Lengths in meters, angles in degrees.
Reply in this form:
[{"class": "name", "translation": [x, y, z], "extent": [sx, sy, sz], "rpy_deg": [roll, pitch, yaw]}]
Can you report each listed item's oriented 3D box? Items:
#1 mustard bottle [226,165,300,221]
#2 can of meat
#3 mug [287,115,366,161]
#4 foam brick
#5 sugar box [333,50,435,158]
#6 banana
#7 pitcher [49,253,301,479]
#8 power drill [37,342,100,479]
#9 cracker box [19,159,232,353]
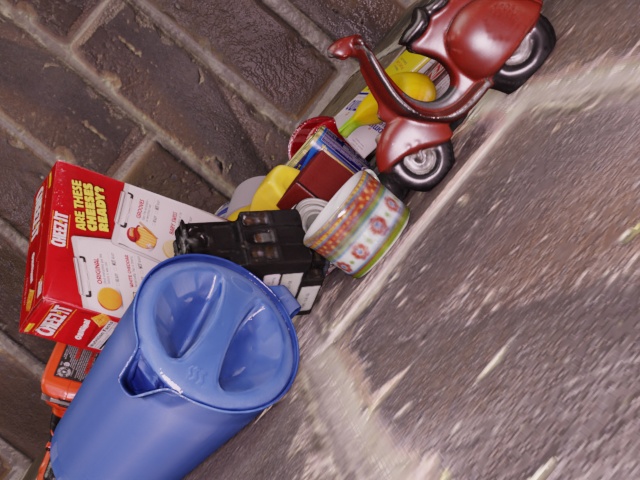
[{"class": "mustard bottle", "translation": [-0.058, 0.002, 1.144], "extent": [0.192, 0.096, 0.058], "rpy_deg": [-42, 16, 47]}, {"class": "can of meat", "translation": [0.002, -0.062, 1.155], "extent": [0.102, 0.084, 0.057], "rpy_deg": [-48, 7, 19]}, {"class": "mug", "translation": [0.009, -0.100, 1.343], "extent": [0.081, 0.093, 0.117], "rpy_deg": [-159, 78, -78]}, {"class": "foam brick", "translation": [0.007, -0.038, 1.025], "extent": [0.051, 0.078, 0.053], "rpy_deg": [-57, 9, -34]}, {"class": "sugar box", "translation": [0.094, -0.173, 1.189], "extent": [0.176, 0.048, 0.093], "rpy_deg": [-40, 17, 8]}, {"class": "banana", "translation": [0.072, -0.126, 0.986], "extent": [0.069, 0.037, 0.198], "rpy_deg": [-57, 12, -8]}, {"class": "pitcher", "translation": [-0.122, 0.124, 0.860], "extent": [0.243, 0.149, 0.145], "rpy_deg": [-48, 31, 43]}, {"class": "power drill", "translation": [-0.256, 0.173, 1.129], "extent": [0.184, 0.057, 0.188], "rpy_deg": [-83, 6, -50]}, {"class": "cracker box", "translation": [-0.170, 0.034, 1.020], "extent": [0.072, 0.213, 0.164], "rpy_deg": [-46, 36, 39]}]
